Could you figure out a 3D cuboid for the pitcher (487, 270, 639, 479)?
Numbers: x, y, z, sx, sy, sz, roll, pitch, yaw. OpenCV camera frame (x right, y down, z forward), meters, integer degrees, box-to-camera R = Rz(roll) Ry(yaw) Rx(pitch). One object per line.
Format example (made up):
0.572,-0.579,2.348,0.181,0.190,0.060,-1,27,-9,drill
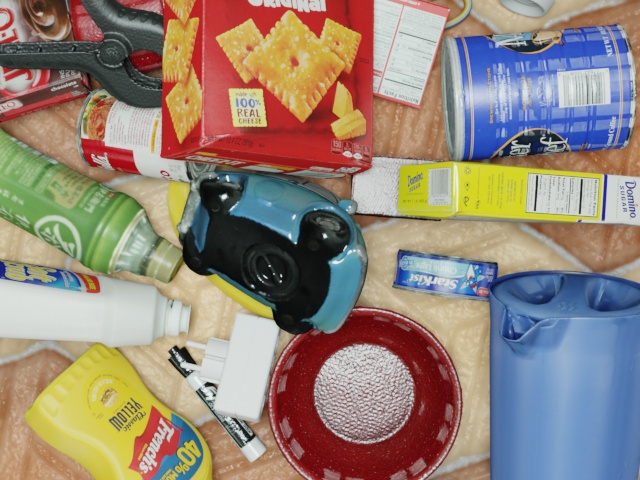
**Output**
0.204,0.149,0.858,0.149,0.145,0.243,1,104,0,pitcher

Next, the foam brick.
0.063,-0.044,0.900,0.078,0.053,0.051,5,92,2,foam brick

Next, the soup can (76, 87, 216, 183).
-0.141,-0.087,0.888,0.102,0.068,0.068,11,92,16,soup can

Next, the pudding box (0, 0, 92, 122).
-0.247,-0.163,0.899,0.090,0.039,0.113,-17,66,2,pudding box

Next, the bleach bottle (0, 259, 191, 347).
-0.235,0.052,0.902,0.250,0.102,0.068,6,100,-4,bleach bottle

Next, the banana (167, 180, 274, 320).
-0.073,0.009,0.915,0.069,0.037,0.198,-37,90,3,banana

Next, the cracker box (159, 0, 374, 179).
-0.037,-0.162,0.828,0.163,0.072,0.214,5,84,-37,cracker box

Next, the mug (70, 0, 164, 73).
-0.157,-0.190,0.894,0.081,0.093,0.117,-12,60,7,mug

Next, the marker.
-0.091,0.140,0.929,0.020,0.020,0.121,-39,89,3,marker

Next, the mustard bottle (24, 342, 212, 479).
-0.149,0.180,0.898,0.191,0.096,0.058,44,133,-1,mustard bottle

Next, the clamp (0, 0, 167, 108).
-0.160,-0.162,0.825,0.171,0.039,0.120,18,128,-13,clamp

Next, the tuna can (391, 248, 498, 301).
0.104,0.029,0.885,0.086,0.086,0.034,8,90,2,tuna can

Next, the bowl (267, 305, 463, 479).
0.037,0.134,0.905,0.162,0.055,0.162,0,92,2,bowl

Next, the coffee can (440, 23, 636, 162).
0.173,-0.120,0.869,0.140,0.103,0.103,-4,91,2,coffee can

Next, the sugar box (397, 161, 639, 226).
0.160,-0.037,0.847,0.176,0.093,0.048,0,93,-23,sugar box

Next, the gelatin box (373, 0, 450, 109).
0.061,-0.163,0.899,0.073,0.030,0.089,15,105,-3,gelatin box
